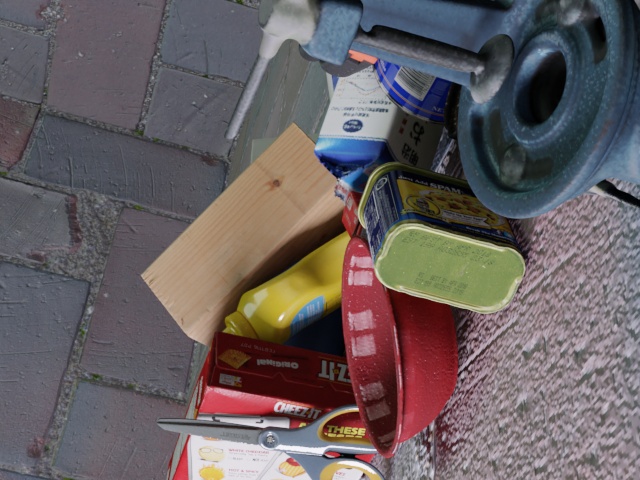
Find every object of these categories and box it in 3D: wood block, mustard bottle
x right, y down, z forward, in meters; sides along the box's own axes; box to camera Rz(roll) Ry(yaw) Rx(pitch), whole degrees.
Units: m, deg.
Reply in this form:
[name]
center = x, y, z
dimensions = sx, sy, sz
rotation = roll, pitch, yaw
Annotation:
[wood block]
center = -0.057, 0.001, 1.020
dimensions = 0.206, 0.091, 0.090
rotation = -45, -30, 4
[mustard bottle]
center = -0.014, 0.049, 0.975
dimensions = 0.191, 0.058, 0.096
rotation = -33, -13, -17

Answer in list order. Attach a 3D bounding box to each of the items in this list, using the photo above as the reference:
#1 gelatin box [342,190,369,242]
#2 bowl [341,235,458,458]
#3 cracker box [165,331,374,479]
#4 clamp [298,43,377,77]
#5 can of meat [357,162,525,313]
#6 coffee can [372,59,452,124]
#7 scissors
[gelatin box]
center = 0.065, -0.009, 0.845
dimensions = 0.073, 0.089, 0.030
rotation = -106, 30, -72
[bowl]
center = 0.060, 0.073, 0.778
dimensions = 0.162, 0.055, 0.162
rotation = 173, 90, -79
[cracker box]
center = -0.044, 0.184, 0.975
dimensions = 0.072, 0.164, 0.214
rotation = -89, 15, -45
[clamp]
center = 0.030, -0.200, 0.873
dimensions = 0.210, 0.036, 0.165
rotation = -102, 35, -66
[can of meat]
center = 0.081, -0.002, 0.714
dimensions = 0.084, 0.102, 0.057
rotation = -97, 24, -61
[coffee can]
center = 0.107, -0.167, 0.789
dimensions = 0.140, 0.102, 0.102
rotation = 119, 163, -57
[scissors]
center = -0.030, 0.181, 0.877
dimensions = 0.016, 0.202, 0.096
rotation = -19, -80, -82
